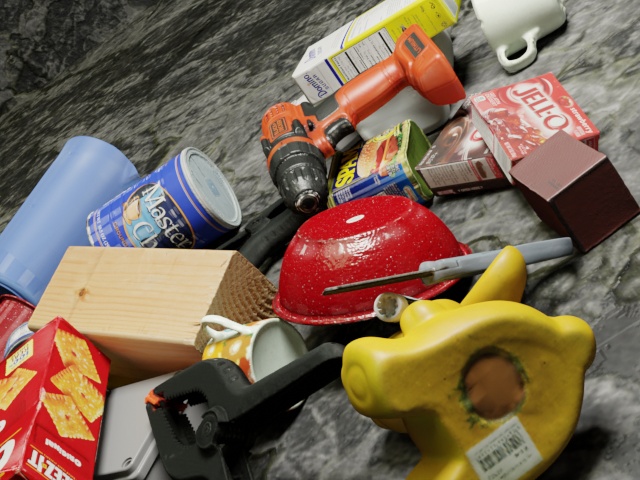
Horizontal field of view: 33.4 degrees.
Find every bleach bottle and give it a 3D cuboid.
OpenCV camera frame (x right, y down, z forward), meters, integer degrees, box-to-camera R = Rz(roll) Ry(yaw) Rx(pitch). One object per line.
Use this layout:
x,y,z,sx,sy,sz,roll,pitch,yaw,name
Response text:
0.105,-0.195,1.150,0.103,0.068,0.250,-22,26,29,bleach bottle

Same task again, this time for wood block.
-0.142,0.065,0.924,0.207,0.090,0.090,2,58,38,wood block

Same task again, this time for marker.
0.066,0.049,0.727,0.020,0.020,0.121,-30,-18,18,marker

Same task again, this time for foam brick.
0.180,-0.036,0.764,0.053,0.051,0.078,-38,23,4,foam brick

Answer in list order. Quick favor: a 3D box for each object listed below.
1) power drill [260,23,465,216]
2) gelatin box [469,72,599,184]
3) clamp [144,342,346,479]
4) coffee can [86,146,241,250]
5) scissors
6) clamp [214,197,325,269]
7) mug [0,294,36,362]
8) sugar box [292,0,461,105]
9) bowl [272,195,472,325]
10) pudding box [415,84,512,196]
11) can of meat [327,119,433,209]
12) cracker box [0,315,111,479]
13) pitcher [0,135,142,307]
0.033,-0.110,0.960,0.188,0.057,0.184,-30,31,7,power drill
0.168,-0.091,0.846,0.073,0.030,0.089,-17,45,-5,gelatin box
-0.058,0.125,0.732,0.210,0.036,0.164,23,90,55,clamp
-0.173,-0.024,1.187,0.140,0.102,0.103,-32,24,15,coffee can
0.095,0.016,0.692,0.096,0.016,0.201,-14,-5,34,scissors
-0.057,0.001,1.053,0.171,0.039,0.120,-40,25,-4,clamp
-0.332,0.124,1.184,0.117,0.093,0.081,20,60,21,mug
0.060,-0.211,1.104,0.176,0.048,0.093,-29,20,26,sugar box
0.033,0.007,0.825,0.162,0.055,0.162,-15,18,5,bowl
0.147,-0.090,0.923,0.090,0.039,0.113,-8,38,48,pudding box
0.057,-0.058,0.977,0.084,0.057,0.102,-25,26,23,can of meat
-0.248,0.173,0.814,0.164,0.072,0.214,-39,22,12,cracker box
-0.342,-0.008,1.377,0.242,0.145,0.149,-59,-1,-34,pitcher
